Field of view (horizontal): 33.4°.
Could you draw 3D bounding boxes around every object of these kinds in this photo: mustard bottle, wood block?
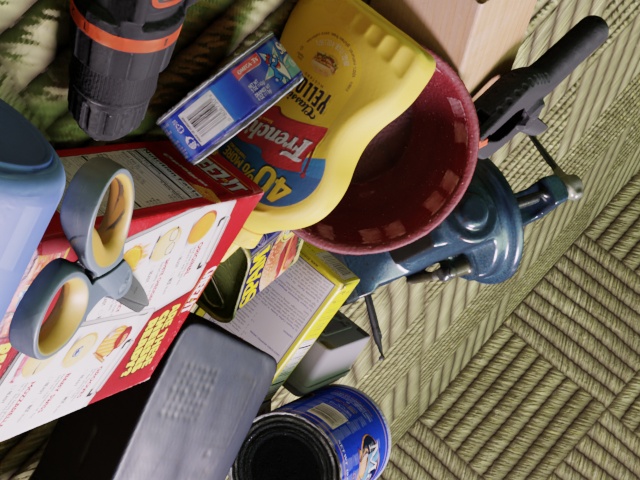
[{"bbox_3d":[-0.018,-0.065,0.690,0.192,0.096,0.058,-54,160,14],"label":"mustard bottle"},{"bbox_3d":[0.093,-0.154,0.794,0.090,0.091,0.206,-43,162,-23],"label":"wood block"}]

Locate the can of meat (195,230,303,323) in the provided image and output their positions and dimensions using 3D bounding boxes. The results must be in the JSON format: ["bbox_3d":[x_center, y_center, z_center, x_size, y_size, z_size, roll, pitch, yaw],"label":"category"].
[{"bbox_3d":[-0.055,0.001,0.812,0.083,0.057,0.102,-40,162,-37],"label":"can of meat"}]

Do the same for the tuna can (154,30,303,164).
[{"bbox_3d":[-0.052,-0.081,0.615,0.086,0.033,0.086,-37,-171,6],"label":"tuna can"}]

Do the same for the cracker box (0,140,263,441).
[{"bbox_3d":[-0.145,0.027,0.606,0.164,0.072,0.213,-56,164,23],"label":"cracker box"}]

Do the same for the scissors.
[{"bbox_3d":[-0.108,0.031,0.502,0.202,0.016,0.096,104,11,-63],"label":"scissors"}]

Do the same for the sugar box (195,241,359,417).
[{"bbox_3d":[-0.055,0.074,0.907,0.176,0.093,0.048,-54,163,17],"label":"sugar box"}]

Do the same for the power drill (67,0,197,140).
[{"bbox_3d":[-0.042,-0.144,0.524,0.187,0.057,0.185,-37,162,-41],"label":"power drill"}]

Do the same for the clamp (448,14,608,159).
[{"bbox_3d":[0.155,-0.103,0.840,0.171,0.039,0.120,-33,153,-33],"label":"clamp"}]

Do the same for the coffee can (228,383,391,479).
[{"bbox_3d":[-0.006,0.188,0.941,0.103,0.103,0.140,-54,165,14],"label":"coffee can"}]

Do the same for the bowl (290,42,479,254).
[{"bbox_3d":[0.029,-0.074,0.768,0.162,0.162,0.055,-54,-161,15],"label":"bowl"}]
